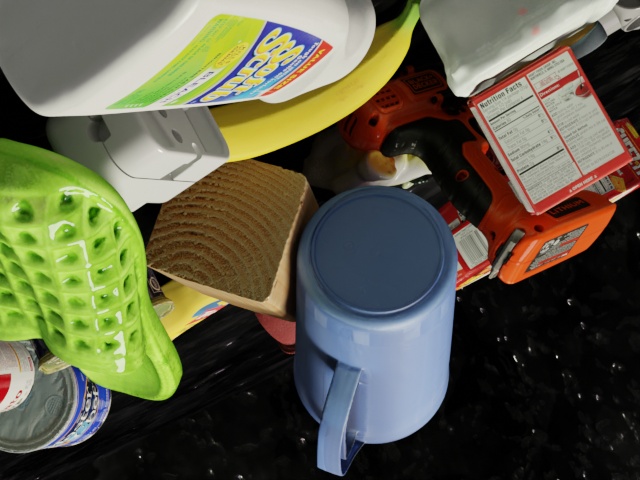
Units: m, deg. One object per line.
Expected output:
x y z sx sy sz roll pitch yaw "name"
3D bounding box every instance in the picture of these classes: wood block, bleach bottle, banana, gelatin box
-0.055 0.001 0.797 0.206 0.090 0.091 63 45 -81 "wood block"
-0.032 -0.103 0.487 0.103 0.068 0.250 -33 172 26 "bleach bottle"
-0.019 -0.092 0.678 0.197 0.037 0.069 -30 142 -8 "banana"
0.150 -0.072 0.704 0.073 0.089 0.030 -31 -177 2 "gelatin box"

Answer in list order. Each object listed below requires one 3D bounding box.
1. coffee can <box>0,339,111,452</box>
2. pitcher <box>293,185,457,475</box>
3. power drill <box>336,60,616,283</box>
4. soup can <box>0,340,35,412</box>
-0.269 0.151 1.035 0.103 0.103 0.140 -28 171 -2 "coffee can"
0.037 0.069 0.806 0.145 0.149 0.243 -22 156 -8 "pitcher"
0.128 -0.063 0.803 0.184 0.188 0.057 -22 148 -36 "power drill"
-0.286 0.111 0.880 0.068 0.068 0.102 -29 172 5 "soup can"
